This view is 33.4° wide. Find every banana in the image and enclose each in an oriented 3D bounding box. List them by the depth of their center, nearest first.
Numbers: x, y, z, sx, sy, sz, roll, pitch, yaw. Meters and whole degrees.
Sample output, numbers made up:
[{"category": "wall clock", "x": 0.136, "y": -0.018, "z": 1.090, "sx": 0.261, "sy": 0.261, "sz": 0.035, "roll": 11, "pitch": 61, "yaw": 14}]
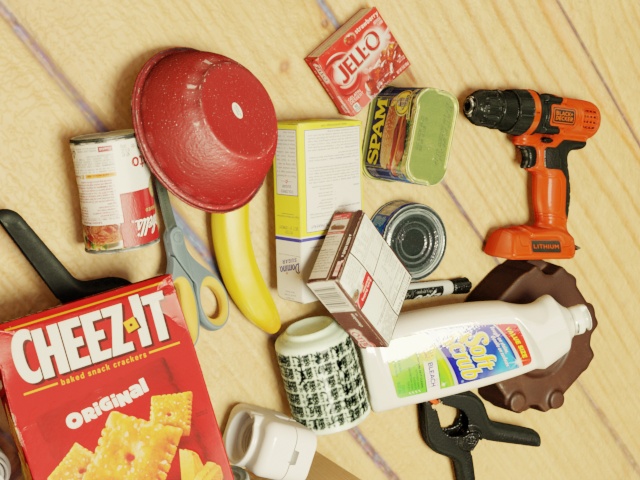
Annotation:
[{"category": "banana", "x": -0.073, "y": 0.000, "z": 1.041, "sx": 0.069, "sy": 0.037, "sz": 0.198, "roll": -8, "pitch": 101, "yaw": -28}]

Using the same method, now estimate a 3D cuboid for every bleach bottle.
[{"category": "bleach bottle", "x": 0.162, "y": 0.103, "z": 1.124, "sx": 0.250, "sy": 0.068, "sz": 0.102, "roll": -14, "pitch": 102, "yaw": -7}]

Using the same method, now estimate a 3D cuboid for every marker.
[{"category": "marker", "x": 0.114, "y": 0.054, "z": 1.162, "sx": 0.120, "sy": 0.020, "sz": 0.020, "roll": -4, "pitch": 99, "yaw": -28}]

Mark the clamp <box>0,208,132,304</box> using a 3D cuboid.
[{"category": "clamp", "x": -0.223, "y": 0.062, "z": 0.964, "sx": 0.209, "sy": 0.036, "sz": 0.164, "roll": 9, "pitch": 101, "yaw": -31}]

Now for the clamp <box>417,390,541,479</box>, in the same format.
[{"category": "clamp", "x": 0.174, "y": 0.215, "z": 1.205, "sx": 0.120, "sy": 0.039, "sz": 0.171, "roll": -40, "pitch": 116, "yaw": -12}]

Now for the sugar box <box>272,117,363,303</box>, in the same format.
[{"category": "sugar box", "x": -0.001, "y": -0.032, "z": 1.063, "sx": 0.093, "sy": 0.048, "sz": 0.176, "roll": -10, "pitch": 105, "yaw": -44}]

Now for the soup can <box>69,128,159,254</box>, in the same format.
[{"category": "soup can", "x": -0.184, "y": -0.045, "z": 0.955, "sx": 0.068, "sy": 0.069, "sz": 0.102, "roll": -12, "pitch": 103, "yaw": -27}]

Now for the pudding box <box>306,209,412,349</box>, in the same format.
[{"category": "pudding box", "x": 0.041, "y": 0.039, "z": 1.044, "sx": 0.113, "sy": 0.039, "sz": 0.090, "roll": 53, "pitch": 45, "yaw": -39}]

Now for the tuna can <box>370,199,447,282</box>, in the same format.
[{"category": "tuna can", "x": 0.092, "y": 0.001, "z": 1.134, "sx": 0.086, "sy": 0.034, "sz": 0.086, "roll": -5, "pitch": 99, "yaw": -28}]

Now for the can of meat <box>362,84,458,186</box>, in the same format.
[{"category": "can of meat", "x": 0.091, "y": -0.107, "z": 1.089, "sx": 0.057, "sy": 0.084, "sz": 0.102, "roll": 8, "pitch": 93, "yaw": -30}]

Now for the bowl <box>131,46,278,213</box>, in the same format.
[{"category": "bowl", "x": -0.090, "y": -0.109, "z": 0.966, "sx": 0.161, "sy": 0.055, "sz": 0.162, "roll": 19, "pitch": 62, "yaw": -41}]

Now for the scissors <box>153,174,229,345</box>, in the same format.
[{"category": "scissors", "x": -0.126, "y": 0.005, "z": 1.020, "sx": 0.096, "sy": 0.016, "sz": 0.202, "roll": 6, "pitch": 79, "yaw": -52}]

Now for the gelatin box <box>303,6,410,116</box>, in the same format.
[{"category": "gelatin box", "x": 0.038, "y": -0.180, "z": 1.080, "sx": 0.089, "sy": 0.030, "sz": 0.073, "roll": -43, "pitch": 115, "yaw": -17}]

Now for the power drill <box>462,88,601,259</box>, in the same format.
[{"category": "power drill", "x": 0.230, "y": -0.073, "z": 1.185, "sx": 0.184, "sy": 0.057, "sz": 0.188, "roll": 2, "pitch": 96, "yaw": -29}]

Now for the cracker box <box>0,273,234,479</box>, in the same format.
[{"category": "cracker box", "x": -0.177, "y": 0.152, "z": 0.912, "sx": 0.164, "sy": 0.072, "sz": 0.214, "roll": -17, "pitch": 91, "yaw": -24}]
